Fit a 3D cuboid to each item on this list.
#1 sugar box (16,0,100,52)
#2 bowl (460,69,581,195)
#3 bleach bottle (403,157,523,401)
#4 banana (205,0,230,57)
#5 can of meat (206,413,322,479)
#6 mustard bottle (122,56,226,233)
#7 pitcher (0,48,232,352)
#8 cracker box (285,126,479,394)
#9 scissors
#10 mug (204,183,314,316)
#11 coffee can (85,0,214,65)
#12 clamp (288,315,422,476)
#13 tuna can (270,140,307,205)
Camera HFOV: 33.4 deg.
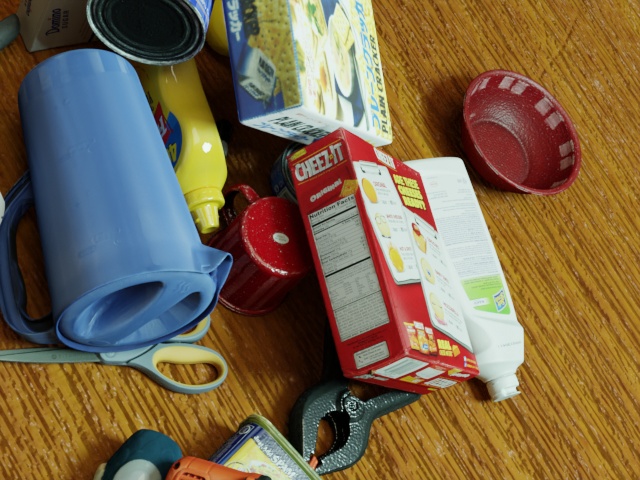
[{"bbox_3d":[-0.195,-0.234,1.017,0.175,0.093,0.048,-15,72,-35],"label":"sugar box"},{"bbox_3d":[0.215,-0.112,1.210,0.161,0.055,0.162,13,59,-23],"label":"bowl"},{"bbox_3d":[0.139,0.041,1.082,0.102,0.068,0.251,-8,72,-33],"label":"bleach bottle"},{"bbox_3d":[-0.090,-0.264,1.132,0.069,0.037,0.197,33,53,-33],"label":"banana"},{"bbox_3d":[-0.054,0.211,0.885,0.102,0.058,0.083,47,54,1],"label":"can of meat"},{"bbox_3d":[-0.129,-0.096,0.979,0.058,0.096,0.192,-9,70,-33],"label":"mustard bottle"},{"bbox_3d":[-0.189,-0.034,0.893,0.148,0.145,0.243,2,55,-38],"label":"pitcher"},{"bbox_3d":[0.057,0.024,0.965,0.164,0.072,0.214,22,48,-58],"label":"cracker box"},{"bbox_3d":[-0.173,0.080,0.912,0.201,0.016,0.096,16,56,-22],"label":"scissors"},{"bbox_3d":[-0.056,0.001,0.978,0.093,0.082,0.117,-15,73,-34],"label":"mug"},{"bbox_3d":[-0.136,-0.239,0.928,0.102,0.103,0.140,22,57,-19],"label":"coffee can"},{"bbox_3d":[0.016,0.142,0.972,0.120,0.039,0.171,47,48,0],"label":"clamp"},{"bbox_3d":[-0.007,-0.060,1.069,0.086,0.034,0.086,13,59,-23],"label":"tuna can"}]
